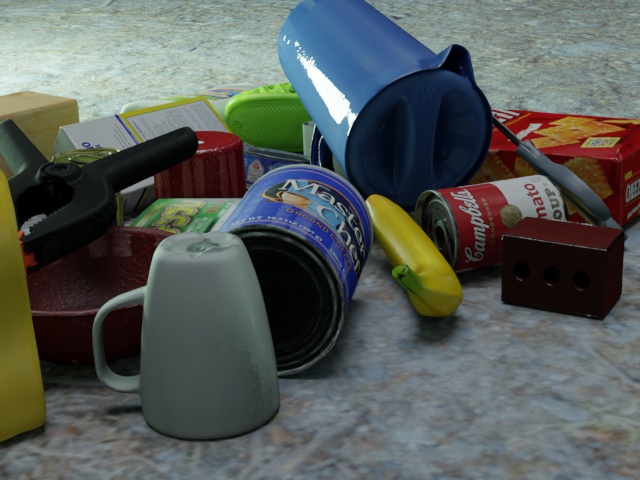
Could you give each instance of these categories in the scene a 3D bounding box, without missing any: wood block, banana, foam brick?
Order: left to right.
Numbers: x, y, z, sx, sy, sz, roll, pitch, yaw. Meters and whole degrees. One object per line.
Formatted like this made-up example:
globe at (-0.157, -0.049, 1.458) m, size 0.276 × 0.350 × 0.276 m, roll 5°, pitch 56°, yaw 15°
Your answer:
wood block at (-0.352, -0.087, 1.083) m, size 0.091 × 0.090 × 0.205 m, roll 13°, pitch 24°, yaw 37°
banana at (0.070, 0.014, 0.780) m, size 0.037 × 0.069 × 0.198 m, roll -32°, pitch 15°, yaw 4°
foam brick at (0.174, 0.018, 0.769) m, size 0.078 × 0.053 × 0.051 m, roll 8°, pitch 22°, yaw 30°

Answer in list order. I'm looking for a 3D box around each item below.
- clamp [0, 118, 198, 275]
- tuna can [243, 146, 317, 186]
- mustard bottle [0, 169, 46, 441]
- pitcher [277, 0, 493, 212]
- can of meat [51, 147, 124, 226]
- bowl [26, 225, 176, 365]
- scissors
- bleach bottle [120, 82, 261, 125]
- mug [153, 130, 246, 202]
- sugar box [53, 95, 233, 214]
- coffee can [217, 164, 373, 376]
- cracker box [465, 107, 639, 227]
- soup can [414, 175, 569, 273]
clamp at (-0.177, -0.039, 0.778) m, size 0.164 × 0.036 × 0.210 m, roll -1°, pitch 30°, yaw 0°
tuna can at (-0.043, -0.069, 1.044) m, size 0.086 × 0.034 × 0.086 m, roll 9°, pitch 9°, yaw -2°
mustard bottle at (-0.204, 0.014, 0.612) m, size 0.058 × 0.192 × 0.096 m, roll -17°, pitch 24°, yaw -37°
pitcher at (0.040, -0.130, 0.973) m, size 0.149 × 0.145 × 0.243 m, roll -25°, pitch 37°, yaw -5°
can of meat at (-0.192, -0.025, 0.888) m, size 0.057 × 0.084 × 0.102 m, roll -5°, pitch 19°, yaw -7°
bowl at (-0.158, 0.041, 0.734) m, size 0.162 × 0.055 × 0.162 m, roll -1°, pitch 20°, yaw 0°
scissors at (0.176, -0.071, 0.879) m, size 0.202 × 0.016 × 0.096 m, roll 47°, pitch 5°, yaw 13°
bleach bottle at (-0.134, -0.153, 1.294) m, size 0.103 × 0.068 × 0.250 m, roll 6°, pitch 18°, yaw 22°
mug at (-0.112, -0.054, 0.969) m, size 0.093 × 0.081 × 0.117 m, roll -10°, pitch 20°, yaw -20°
sugar box at (-0.166, -0.084, 1.057) m, size 0.175 × 0.048 × 0.093 m, roll -21°, pitch 66°, yaw -39°
coffee can at (-0.023, 0.016, 0.722) m, size 0.103 × 0.103 × 0.140 m, roll 1°, pitch 20°, yaw 10°
cracker box at (0.211, -0.076, 1.008) m, size 0.214 × 0.072 × 0.163 m, roll 10°, pitch 22°, yaw 35°
soup can at (0.134, -0.013, 0.839) m, size 0.102 × 0.068 × 0.069 m, roll -9°, pitch 20°, yaw -20°
